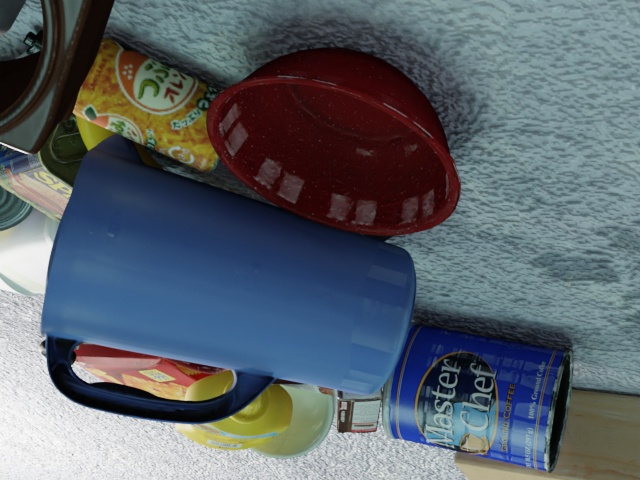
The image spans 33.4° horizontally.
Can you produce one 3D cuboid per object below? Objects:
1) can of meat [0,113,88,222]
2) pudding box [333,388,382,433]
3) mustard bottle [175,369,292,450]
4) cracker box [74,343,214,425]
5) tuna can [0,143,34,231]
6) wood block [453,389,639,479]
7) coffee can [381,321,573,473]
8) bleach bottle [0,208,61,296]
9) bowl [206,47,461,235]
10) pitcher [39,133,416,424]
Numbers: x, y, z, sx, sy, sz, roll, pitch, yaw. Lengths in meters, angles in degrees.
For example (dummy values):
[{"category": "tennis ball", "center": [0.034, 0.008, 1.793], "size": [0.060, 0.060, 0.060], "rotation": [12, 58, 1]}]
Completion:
[{"category": "can of meat", "center": [-0.191, -0.052, 0.827], "size": [0.102, 0.057, 0.084], "rotation": [37, 151, -32]}, {"category": "pudding box", "center": [0.029, 0.094, 0.892], "size": [0.039, 0.113, 0.090], "rotation": [-1, 153, 1]}, {"category": "mustard bottle", "center": [-0.076, 0.152, 0.960], "size": [0.096, 0.058, 0.192], "rotation": [11, 163, -9]}, {"category": "cracker box", "center": [-0.148, 0.146, 1.160], "size": [0.164, 0.072, 0.213], "rotation": [-3, 147, 39]}, {"category": "tuna can", "center": [-0.273, -0.047, 0.869], "size": [0.086, 0.034, 0.086], "rotation": [-9, 135, -9]}, {"category": "wood block", "center": [0.240, 0.192, 0.962], "size": [0.206, 0.090, 0.090], "rotation": [3, 149, 32]}, {"category": "coffee can", "center": [0.134, 0.131, 0.902], "size": [0.140, 0.102, 0.102], "rotation": [9, 152, 21]}, {"category": "bleach bottle", "center": [-0.260, 0.009, 0.986], "size": [0.102, 0.068, 0.251], "rotation": [39, 150, -31]}, {"category": "bowl", "center": [0.014, -0.068, 0.655], "size": [0.162, 0.055, 0.162], "rotation": [16, 154, 8]}, {"category": "pitcher", "center": [-0.065, 0.039, 0.735], "size": [0.242, 0.145, 0.149], "rotation": [15, 125, -8]}]
